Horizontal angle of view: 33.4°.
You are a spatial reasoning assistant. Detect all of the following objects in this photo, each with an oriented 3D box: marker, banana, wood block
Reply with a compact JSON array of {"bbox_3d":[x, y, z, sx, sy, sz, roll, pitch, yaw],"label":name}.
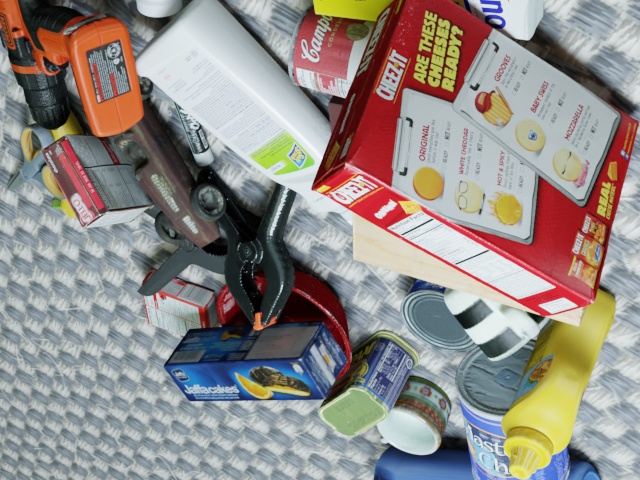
[{"bbox_3d":[-0.131,-0.126,1.044,0.020,0.020,0.121,7,134,29],"label":"marker"},{"bbox_3d":[-0.279,-0.086,1.171,0.070,0.037,0.198,23,140,12],"label":"banana"},{"bbox_3d":[0.140,-0.014,0.921,0.206,0.090,0.090,17,137,20],"label":"wood block"}]

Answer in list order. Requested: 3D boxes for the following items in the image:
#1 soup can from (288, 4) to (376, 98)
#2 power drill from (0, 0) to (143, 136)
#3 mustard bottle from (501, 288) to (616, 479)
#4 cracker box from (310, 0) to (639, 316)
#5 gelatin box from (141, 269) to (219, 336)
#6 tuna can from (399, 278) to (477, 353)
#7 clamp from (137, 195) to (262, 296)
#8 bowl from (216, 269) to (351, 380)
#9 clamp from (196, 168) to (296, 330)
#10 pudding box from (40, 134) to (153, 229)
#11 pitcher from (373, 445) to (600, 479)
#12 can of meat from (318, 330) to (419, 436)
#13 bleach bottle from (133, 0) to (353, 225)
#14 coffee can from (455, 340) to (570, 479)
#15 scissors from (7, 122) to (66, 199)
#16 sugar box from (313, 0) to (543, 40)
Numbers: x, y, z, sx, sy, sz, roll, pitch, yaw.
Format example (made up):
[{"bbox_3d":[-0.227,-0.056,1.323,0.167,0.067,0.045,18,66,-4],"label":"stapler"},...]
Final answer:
[{"bbox_3d":[0.033,-0.148,0.872,0.102,0.068,0.068,17,138,18],"label":"soup can"},{"bbox_3d":[-0.239,-0.163,0.997,0.188,0.057,0.184,31,141,41],"label":"power drill"},{"bbox_3d":[0.204,0.130,0.944,0.058,0.191,0.096,31,141,2],"label":"mustard bottle"},{"bbox_3d":[0.118,-0.063,0.787,0.213,0.164,0.072,28,155,-15],"label":"cracker box"},{"bbox_3d":[-0.166,0.080,1.270,0.089,0.030,0.073,18,140,18],"label":"gelatin box"},{"bbox_3d":[0.125,0.070,1.061,0.086,0.033,0.086,19,139,17],"label":"tuna can"},{"bbox_3d":[-0.140,0.002,1.161,0.210,0.036,0.164,8,126,25],"label":"clamp"},{"bbox_3d":[-0.030,0.083,1.160,0.162,0.055,0.162,19,138,17],"label":"bowl"},{"bbox_3d":[-0.057,0.001,1.064,0.120,0.039,0.171,-11,96,39],"label":"clamp"},{"bbox_3d":[-0.225,-0.061,1.084,0.039,0.113,0.090,-30,86,17],"label":"pudding box"},{"bbox_3d":[0.190,0.299,1.191,0.243,0.149,0.145,-5,112,34],"label":"pitcher"},{"bbox_3d":[0.051,0.158,1.161,0.057,0.083,0.102,39,141,-7],"label":"can of meat"},{"bbox_3d":[-0.050,-0.105,0.979,0.250,0.068,0.103,45,140,-17],"label":"bleach bottle"},{"bbox_3d":[0.195,0.183,1.074,0.103,0.102,0.140,9,135,27],"label":"coffee can"},{"bbox_3d":[-0.314,-0.065,1.193,0.096,0.016,0.202,52,151,6],"label":"scissors"},{"bbox_3d":[0.077,-0.208,0.800,0.176,0.048,0.093,13,137,24],"label":"sugar box"}]
